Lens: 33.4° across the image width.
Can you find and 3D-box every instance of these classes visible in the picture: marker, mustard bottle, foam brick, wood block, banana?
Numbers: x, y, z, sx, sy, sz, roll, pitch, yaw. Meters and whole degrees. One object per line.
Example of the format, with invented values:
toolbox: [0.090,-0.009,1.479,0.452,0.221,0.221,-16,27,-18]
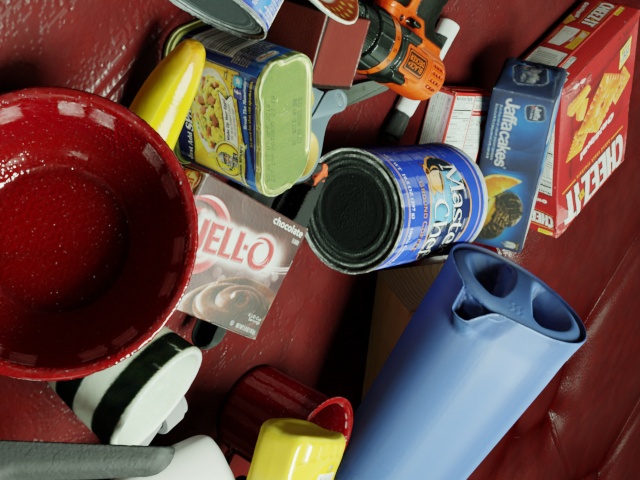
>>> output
marker: [0.087,-0.140,0.943,0.121,0.020,0.020,-62,148,-5]
mustard bottle: [-0.038,0.233,0.808,0.096,0.058,0.191,20,86,-69]
foam brick: [-0.016,-0.140,0.738,0.051,0.078,0.053,-9,121,-54]
wood block: [0.102,0.136,1.059,0.090,0.090,0.206,-6,120,-21]
banana: [-0.114,-0.031,0.678,0.037,0.070,0.198,17,83,-43]

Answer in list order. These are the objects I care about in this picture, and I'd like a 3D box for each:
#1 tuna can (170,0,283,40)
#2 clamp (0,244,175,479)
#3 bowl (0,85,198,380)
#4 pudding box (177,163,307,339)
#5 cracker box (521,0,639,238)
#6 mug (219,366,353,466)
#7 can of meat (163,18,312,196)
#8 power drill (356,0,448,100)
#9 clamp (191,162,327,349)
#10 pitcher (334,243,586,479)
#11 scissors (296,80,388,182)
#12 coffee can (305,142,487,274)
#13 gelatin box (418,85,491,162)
tuna can: [-0.064,-0.158,0.648,0.034,0.086,0.086,-63,148,-6]
clamp: [-0.211,0.105,0.613,0.209,0.164,0.036,-26,172,-20]
bowl: [-0.151,-0.003,0.605,0.162,0.162,0.055,-59,-174,-9]
pudding box: [-0.071,0.009,0.738,0.113,0.039,0.090,28,88,-49]
cracker box: [0.279,-0.134,1.177,0.164,0.072,0.214,-43,143,-30]
mug: [-0.039,0.168,0.910,0.117,0.082,0.093,-52,146,-21]
can of meat: [-0.054,-0.088,0.712,0.057,0.084,0.102,-33,136,-41]
power drill: [0.071,-0.215,0.836,0.184,0.057,0.188,18,98,-60]
clamp: [-0.055,0.001,0.812,0.171,0.039,0.120,-35,136,-34]
pitcher: [0.117,0.133,0.938,0.243,0.149,0.145,-58,-164,22]
scissors: [0.008,-0.091,0.838,0.201,0.016,0.096,-1,86,-56]
coffee can: [0.064,-0.030,0.905,0.140,0.103,0.103,-9,119,-53]
gelatin box: [0.124,-0.102,1.013,0.073,0.030,0.089,-8,115,-53]
